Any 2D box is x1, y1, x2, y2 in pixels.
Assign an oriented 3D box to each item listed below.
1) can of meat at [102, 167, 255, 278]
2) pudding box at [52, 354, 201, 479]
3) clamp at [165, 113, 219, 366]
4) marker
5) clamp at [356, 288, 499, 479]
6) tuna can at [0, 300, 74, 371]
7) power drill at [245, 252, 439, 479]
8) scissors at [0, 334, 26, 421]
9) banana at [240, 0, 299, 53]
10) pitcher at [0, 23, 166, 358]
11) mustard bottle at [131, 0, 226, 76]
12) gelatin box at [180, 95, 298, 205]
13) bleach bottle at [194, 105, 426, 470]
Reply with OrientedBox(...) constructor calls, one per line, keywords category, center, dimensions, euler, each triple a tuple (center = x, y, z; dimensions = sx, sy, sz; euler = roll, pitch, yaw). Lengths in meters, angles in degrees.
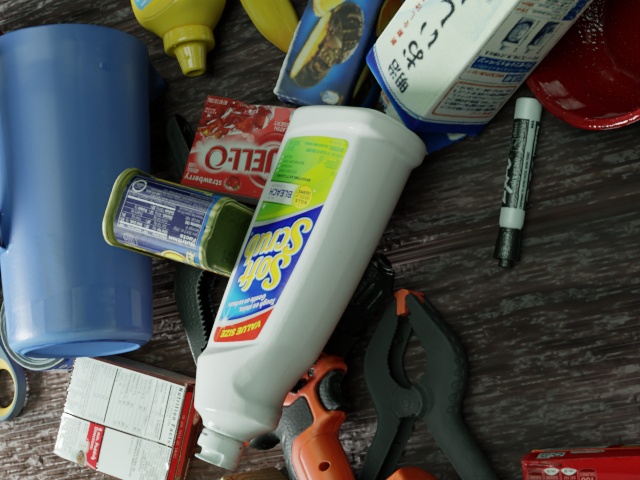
OrientedBox(category="can of meat", center=(-0.092, -0.009, 0.768), dimensions=(0.084, 0.102, 0.057), euler=(15, 86, 23))
OrientedBox(category="pudding box", center=(-0.152, 0.143, 0.853), dimensions=(0.114, 0.039, 0.090), euler=(13, 89, 22))
OrientedBox(category="clamp", center=(-0.055, 0.001, 0.827), dimensions=(0.165, 0.036, 0.210), euler=(0, 80, 24))
OrientedBox(category="marker", center=(0.140, -0.040, 0.757), dimensions=(0.020, 0.020, 0.121), euler=(8, 87, 24))
OrientedBox(category="clamp", center=(0.061, 0.124, 0.762), dimensions=(0.120, 0.039, 0.171), euler=(-18, 69, 22))
OrientedBox(category="tuna can", center=(-0.226, 0.067, 0.895), dimensions=(0.086, 0.033, 0.086), euler=(-3, 83, 23))
OrientedBox(category="power drill", center=(0.018, 0.124, 0.738), dimensions=(0.185, 0.057, 0.188), euler=(-50, 47, 22))
OrientedBox(category="scissors", center=(-0.279, 0.069, 0.929), dimensions=(0.096, 0.016, 0.202), euler=(19, 92, 23))
OrientedBox(category="banana", center=(-0.045, -0.243, 0.850), dimensions=(0.070, 0.037, 0.198), euler=(-2, 83, 25))
OrientedBox(category="pitcher", center=(-0.201, -0.035, 0.822), dimensions=(0.149, 0.145, 0.243), euler=(-8, 78, 10))
OrientedBox(category="mustard bottle", center=(-0.118, -0.225, 0.866), dimensions=(0.096, 0.058, 0.191), euler=(-20, 76, 39))
OrientedBox(category="gelatin box", center=(-0.053, -0.066, 0.805), dimensions=(0.089, 0.030, 0.073), euler=(12, 82, 25))
OrientedBox(category="bleach bottle", center=(-0.019, 0.034, 0.721), dimensions=(0.103, 0.068, 0.251), euler=(11, 76, 49))
